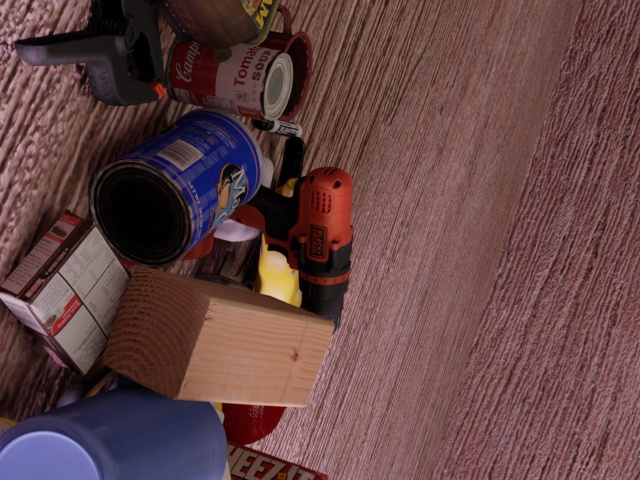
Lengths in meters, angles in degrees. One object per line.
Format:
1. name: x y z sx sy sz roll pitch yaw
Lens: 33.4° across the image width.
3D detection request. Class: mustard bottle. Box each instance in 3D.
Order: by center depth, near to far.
1. mustard bottle: -0.038 0.005 1.169 0.192 0.058 0.096 101 7 -47

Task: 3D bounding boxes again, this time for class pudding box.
1. pudding box: -0.201 0.045 0.876 0.090 0.039 0.113 -55 148 -25

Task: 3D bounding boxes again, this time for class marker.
1. marker: -0.050 -0.135 1.265 0.121 0.020 0.020 -2 105 -72

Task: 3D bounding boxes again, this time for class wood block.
1. wood block: -0.085 0.091 0.959 0.205 0.090 0.091 19 91 -58

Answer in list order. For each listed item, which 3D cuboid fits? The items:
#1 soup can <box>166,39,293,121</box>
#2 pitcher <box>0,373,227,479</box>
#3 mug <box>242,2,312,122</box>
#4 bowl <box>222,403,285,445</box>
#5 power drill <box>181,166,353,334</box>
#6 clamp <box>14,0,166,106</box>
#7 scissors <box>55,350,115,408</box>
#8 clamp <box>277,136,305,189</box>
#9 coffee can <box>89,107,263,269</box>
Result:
1. soup can: -0.085 -0.155 1.009 0.068 0.102 0.068 15 90 -72
2. pitcher: -0.167 0.194 0.861 0.145 0.149 0.242 -60 169 3
3. mug: -0.061 -0.186 1.090 0.093 0.082 0.117 -36 137 -63
4. bowl: -0.081 0.199 1.371 0.162 0.055 0.162 14 90 -72
5. power drill: -0.057 0.001 1.077 0.057 0.188 0.184 -45 144 -60
6. clamp: -0.166 -0.179 0.855 0.210 0.036 0.164 52 53 -71
7. scissors: -0.171 0.082 0.989 0.201 0.016 0.096 -48 172 -32
8. clamp: -0.042 -0.053 1.313 0.120 0.039 0.171 -57 164 -8
9. coffee can: -0.127 -0.050 0.965 0.140 0.103 0.103 -47 147 -55
